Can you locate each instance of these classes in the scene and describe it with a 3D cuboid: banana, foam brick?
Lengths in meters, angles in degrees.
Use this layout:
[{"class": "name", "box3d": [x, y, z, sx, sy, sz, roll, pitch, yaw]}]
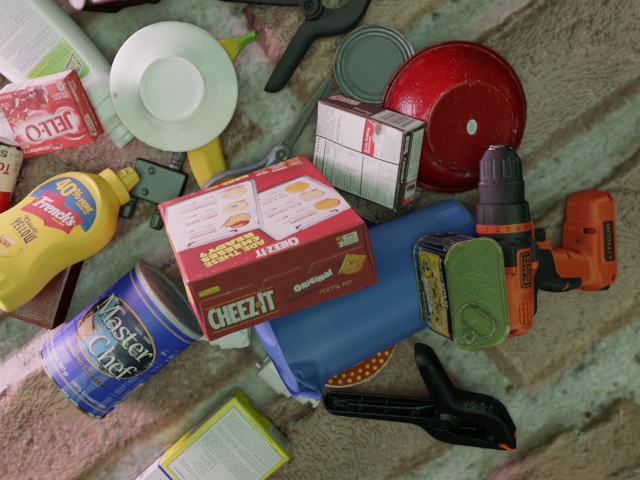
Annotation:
[{"class": "banana", "box3d": [-0.111, -0.124, 1.116, 0.070, 0.037, 0.198, 12, 105, 13]}, {"class": "foam brick", "box3d": [-0.293, 0.049, 1.140, 0.053, 0.051, 0.078, 19, 96, 0]}]

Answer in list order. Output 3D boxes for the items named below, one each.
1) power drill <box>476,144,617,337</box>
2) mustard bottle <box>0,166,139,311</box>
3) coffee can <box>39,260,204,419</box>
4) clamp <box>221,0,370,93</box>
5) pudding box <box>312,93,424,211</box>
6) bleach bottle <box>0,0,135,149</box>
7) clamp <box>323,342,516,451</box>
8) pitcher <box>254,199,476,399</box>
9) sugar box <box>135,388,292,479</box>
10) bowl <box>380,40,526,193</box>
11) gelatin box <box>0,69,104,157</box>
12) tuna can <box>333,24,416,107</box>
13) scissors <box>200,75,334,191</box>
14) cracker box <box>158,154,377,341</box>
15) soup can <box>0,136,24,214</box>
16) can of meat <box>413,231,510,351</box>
[{"class": "power drill", "box3d": [0.223, -0.007, 1.065, 0.187, 0.057, 0.184, -9, 99, -42]}, {"class": "mustard bottle", "box3d": [-0.267, -0.016, 1.091, 0.191, 0.058, 0.096, -36, 61, -18]}, {"class": "coffee can", "box3d": [-0.207, 0.104, 1.118, 0.140, 0.103, 0.103, -40, 94, 5]}, {"class": "clamp", "box3d": [-0.011, -0.231, 1.111, 0.171, 0.039, 0.120, -18, 102, 10]}, {"class": "pudding box", "box3d": [0.046, -0.090, 1.087, 0.114, 0.039, 0.090, 24, 122, 32]}, {"class": "bleach bottle", "box3d": [-0.291, -0.191, 1.110, 0.103, 0.068, 0.251, -41, 97, 13]}, {"class": "clamp", "box3d": [0.129, 0.171, 1.107, 0.209, 0.165, 0.036, 22, 54, -19]}, {"class": "pitcher", "box3d": [0.045, 0.043, 1.085, 0.242, 0.145, 0.149, -24, 100, -10]}, {"class": "sugar box", "box3d": [-0.125, 0.254, 1.161, 0.176, 0.048, 0.093, -41, 94, 9]}, {"class": "bowl", "box3d": [0.144, -0.121, 1.091, 0.162, 0.055, 0.162, -3, 106, -11]}, {"class": "gelatin box", "box3d": [-0.275, -0.128, 1.084, 0.089, 0.030, 0.073, -8, 119, 22]}, {"class": "tuna can", "box3d": [0.056, -0.182, 1.116, 0.086, 0.034, 0.086, 0, 96, 1]}, {"class": "scissors", "box3d": [-0.062, -0.089, 1.106, 0.096, 0.016, 0.202, 14, 106, -23]}, {"class": "cracker box", "box3d": [-0.057, 0.001, 1.014, 0.164, 0.214, 0.072, -19, 115, -8]}, {"class": "soup can", "box3d": [-0.356, -0.060, 1.121, 0.068, 0.068, 0.102, 18, 95, -1]}, {"class": "can of meat", "box3d": [0.129, 0.044, 0.994, 0.057, 0.084, 0.102, -11, 100, -16]}]
